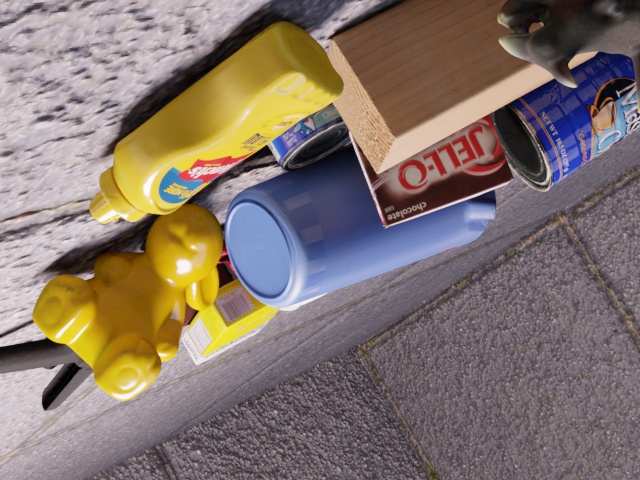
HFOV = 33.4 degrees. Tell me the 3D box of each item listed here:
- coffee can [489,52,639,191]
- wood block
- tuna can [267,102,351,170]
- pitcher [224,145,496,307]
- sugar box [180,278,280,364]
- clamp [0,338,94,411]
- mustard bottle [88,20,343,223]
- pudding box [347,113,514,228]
[{"bbox_3d":[0.220,-0.122,0.910,0.140,0.103,0.103,-33,171,-6],"label":"coffee can"},{"bbox_3d":[0.114,-0.146,0.810,0.206,0.090,0.091,-29,171,-10],"label":"wood block"},{"bbox_3d":[-0.004,-0.094,0.892,0.086,0.034,0.086,-29,170,-6],"label":"tuna can"},{"bbox_3d":[0.028,-0.028,0.985,0.242,0.145,0.149,-21,169,-38],"label":"pitcher"},{"bbox_3d":[-0.093,0.083,1.181,0.093,0.048,0.176,-27,168,-23],"label":"sugar box"},{"bbox_3d":[-0.235,0.115,1.082,0.210,0.036,0.164,-21,155,2],"label":"clamp"},{"bbox_3d":[-0.080,-0.069,0.716,0.192,0.058,0.096,-33,173,18],"label":"mustard bottle"},{"bbox_3d":[0.089,-0.070,0.870,0.113,0.090,0.039,-21,175,4],"label":"pudding box"}]
